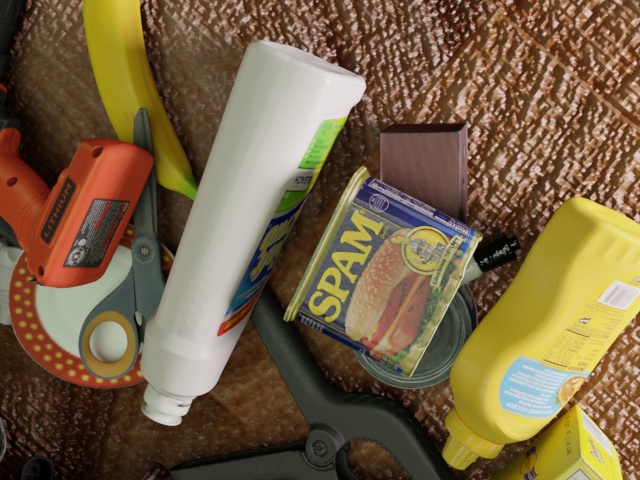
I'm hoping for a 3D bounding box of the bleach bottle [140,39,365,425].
[{"bbox_3d":[-0.054,0.001,0.682,0.068,0.102,0.251,26,103,11],"label":"bleach bottle"}]

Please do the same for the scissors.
[{"bbox_3d":[-0.135,0.016,0.722,0.096,0.016,0.202,-12,110,7],"label":"scissors"}]

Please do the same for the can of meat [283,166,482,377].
[{"bbox_3d":[0.038,0.020,0.640,0.084,0.057,0.102,27,104,5],"label":"can of meat"}]

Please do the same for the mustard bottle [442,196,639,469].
[{"bbox_3d":[0.136,0.067,0.670,0.192,0.096,0.058,-58,46,17],"label":"mustard bottle"}]

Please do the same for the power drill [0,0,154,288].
[{"bbox_3d":[-0.197,-0.070,0.701,0.188,0.057,0.184,34,108,28],"label":"power drill"}]

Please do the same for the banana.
[{"bbox_3d":[-0.120,-0.114,0.698,0.070,0.037,0.198,-5,113,32],"label":"banana"}]

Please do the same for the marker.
[{"bbox_3d":[0.071,0.029,0.673,0.121,0.020,0.020,-29,94,16],"label":"marker"}]

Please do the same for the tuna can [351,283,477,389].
[{"bbox_3d":[0.061,0.055,0.710,0.086,0.033,0.086,2,102,11],"label":"tuna can"}]

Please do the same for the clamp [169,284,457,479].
[{"bbox_3d":[0.003,0.125,0.724,0.210,0.036,0.165,18,104,19],"label":"clamp"}]

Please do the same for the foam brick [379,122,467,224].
[{"bbox_3d":[0.067,-0.034,0.681,0.051,0.053,0.078,1,102,12],"label":"foam brick"}]
